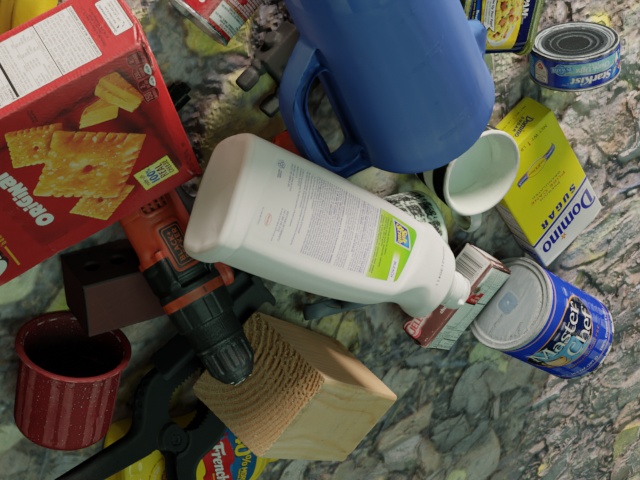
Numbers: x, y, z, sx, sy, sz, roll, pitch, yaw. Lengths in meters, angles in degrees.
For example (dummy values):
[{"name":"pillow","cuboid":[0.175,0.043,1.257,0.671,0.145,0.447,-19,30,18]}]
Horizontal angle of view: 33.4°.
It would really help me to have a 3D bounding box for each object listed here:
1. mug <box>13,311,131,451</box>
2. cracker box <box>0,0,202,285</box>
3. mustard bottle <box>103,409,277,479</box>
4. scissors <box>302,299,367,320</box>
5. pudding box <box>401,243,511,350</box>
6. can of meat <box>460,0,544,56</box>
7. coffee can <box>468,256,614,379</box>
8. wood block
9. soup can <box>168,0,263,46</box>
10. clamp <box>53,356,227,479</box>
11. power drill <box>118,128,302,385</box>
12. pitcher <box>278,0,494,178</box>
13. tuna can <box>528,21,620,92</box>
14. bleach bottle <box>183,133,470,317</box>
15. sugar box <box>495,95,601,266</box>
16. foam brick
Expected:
[{"name":"mug","cuboid":[-0.203,0.113,0.889,0.117,0.093,0.082,-45,155,-58]},{"name":"cracker box","cuboid":[-0.202,-0.057,0.737,0.213,0.072,0.164,-31,152,-9]},{"name":"mustard bottle","cuboid":[-0.110,0.206,1.024,0.191,0.058,0.096,-6,107,-33]},{"name":"scissors","cuboid":[0.079,0.048,1.049,0.201,0.096,0.016,-13,87,-26]},{"name":"pudding box","cuboid":[0.141,0.061,1.101,0.113,0.039,0.090,-51,159,9]},{"name":"can of meat","cuboid":[0.147,-0.214,0.941,0.083,0.057,0.102,-8,121,-29]},{"name":"coffee can","cuboid":[0.242,0.087,1.168,0.140,0.103,0.103,25,101,-43]},{"name":"wood block","cuboid":[-0.017,0.140,0.976,0.090,0.091,0.206,-50,157,4]},{"name":"soup can","cuboid":[-0.064,-0.204,0.789,0.102,0.069,0.068,-50,134,2]},{"name":"clamp","cuboid":[-0.145,0.176,0.941,0.164,0.036,0.210,29,69,-29]},{"name":"power drill","cuboid":[-0.056,0.001,0.870,0.187,0.057,0.184,-30,93,-31]},{"name":"pitcher","cuboid":[0.038,-0.153,0.795,0.242,0.145,0.149,53,37,-59]},{"name":"tuna can","cuboid":[0.241,-0.175,1.011,0.086,0.086,0.034,-25,128,-20]},{"name":"bleach bottle","cuboid":[0.020,0.008,0.842,0.250,0.068,0.102,25,73,-32]},{"name":"sugar box","cuboid":[0.224,-0.057,1.103,0.093,0.048,0.176,-45,133,-3]},{"name":"foam brick","cuboid":[-0.166,0.036,0.880,0.078,0.053,0.051,-16,126,-27]}]
